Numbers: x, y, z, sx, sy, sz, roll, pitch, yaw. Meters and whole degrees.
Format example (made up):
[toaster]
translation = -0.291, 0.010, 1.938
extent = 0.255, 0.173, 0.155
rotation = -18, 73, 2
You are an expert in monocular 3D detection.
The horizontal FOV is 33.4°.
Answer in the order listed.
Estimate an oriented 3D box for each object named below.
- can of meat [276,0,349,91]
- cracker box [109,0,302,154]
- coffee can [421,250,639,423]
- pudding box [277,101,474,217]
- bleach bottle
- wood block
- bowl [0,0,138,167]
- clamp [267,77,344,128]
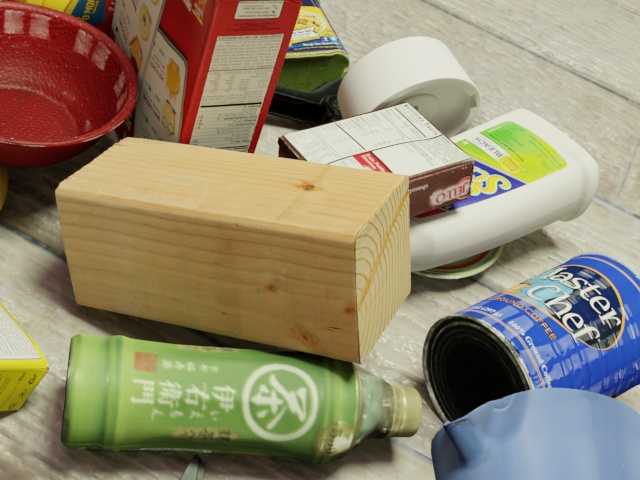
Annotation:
[can of meat]
translation = -0.034, -0.171, 0.941
extent = 0.101, 0.057, 0.084
rotation = -9, 53, -25
[cracker box]
translation = -0.093, -0.139, 0.776
extent = 0.072, 0.214, 0.164
rotation = -7, 50, -27
[coffee can]
translation = 0.155, 0.076, 0.732
extent = 0.140, 0.103, 0.103
rotation = -20, 57, -33
[pudding box]
translation = 0.038, -0.052, 0.756
extent = 0.113, 0.039, 0.090
rotation = -16, 40, -23
[bleach bottle]
translation = 0.090, -0.021, 0.802
extent = 0.250, 0.068, 0.103
rotation = -25, 55, -32
[wood block]
translation = -0.055, 0.000, 0.687
extent = 0.206, 0.090, 0.090
rotation = 10, 31, 22
[bowl]
translation = -0.214, -0.102, 0.761
extent = 0.162, 0.055, 0.162
rotation = 12, 42, -12
[clamp]
translation = 0.000, -0.108, 0.901
extent = 0.171, 0.039, 0.120
rotation = -23, 70, -41
